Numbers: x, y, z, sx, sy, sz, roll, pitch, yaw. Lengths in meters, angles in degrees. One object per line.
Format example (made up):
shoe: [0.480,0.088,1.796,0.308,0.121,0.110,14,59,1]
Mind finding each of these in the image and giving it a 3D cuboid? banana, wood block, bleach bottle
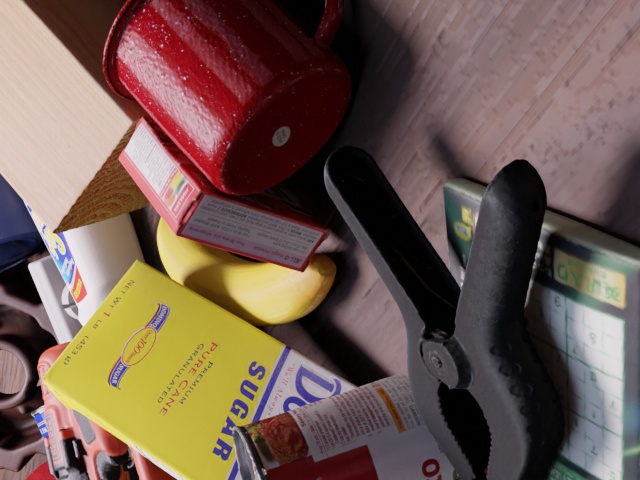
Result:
banana: [-0.054,0.016,0.638,0.198,0.037,0.069,25,132,50]
wood block: [-0.168,-0.114,0.612,0.206,0.090,0.091,47,119,11]
bleach bottle: [-0.172,-0.008,0.793,0.103,0.068,0.251,-4,110,59]

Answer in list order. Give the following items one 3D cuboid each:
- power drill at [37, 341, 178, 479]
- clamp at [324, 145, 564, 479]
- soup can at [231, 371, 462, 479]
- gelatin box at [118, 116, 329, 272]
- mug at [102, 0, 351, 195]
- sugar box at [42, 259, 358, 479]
power drill: [-0.135,0.145,0.726,0.188,0.057,0.184,-30,72,53]
clamp: [0.064,0.037,0.430,0.120,0.039,0.171,3,119,65]
soup can: [0.016,0.106,0.510,0.069,0.102,0.068,164,90,-76]
gelatin box: [-0.048,-0.024,0.543,0.030,0.089,0.073,-57,45,17]
mug: [-0.032,-0.084,0.492,0.081,0.093,0.117,48,110,21]
sugar box: [-0.059,0.090,0.595,0.176,0.093,0.048,26,159,27]
